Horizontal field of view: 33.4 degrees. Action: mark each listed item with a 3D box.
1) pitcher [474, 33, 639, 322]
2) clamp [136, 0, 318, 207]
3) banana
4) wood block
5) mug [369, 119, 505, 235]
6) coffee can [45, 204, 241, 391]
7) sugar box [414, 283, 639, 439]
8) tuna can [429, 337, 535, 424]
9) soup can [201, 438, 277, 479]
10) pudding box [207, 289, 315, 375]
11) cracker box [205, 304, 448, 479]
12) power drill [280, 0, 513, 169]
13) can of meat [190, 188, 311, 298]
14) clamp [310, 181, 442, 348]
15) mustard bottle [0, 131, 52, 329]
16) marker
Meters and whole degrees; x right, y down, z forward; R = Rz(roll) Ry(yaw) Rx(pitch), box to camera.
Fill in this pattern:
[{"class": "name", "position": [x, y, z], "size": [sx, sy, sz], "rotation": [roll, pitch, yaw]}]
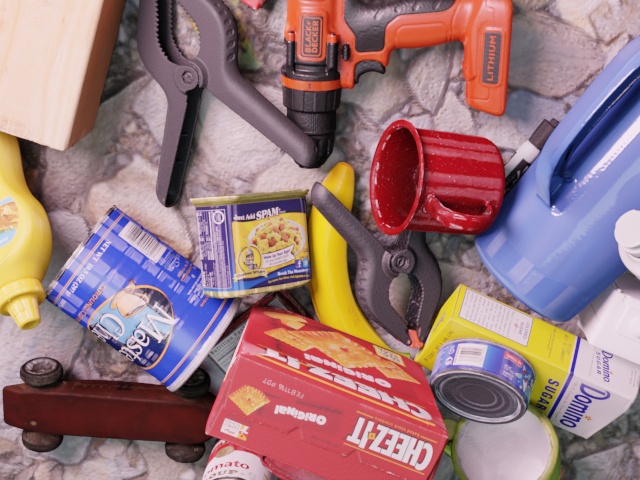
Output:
[{"class": "pitcher", "position": [0.233, -0.054, 0.857], "size": [0.149, 0.145, 0.243], "rotation": [38, 109, -6]}, {"class": "clamp", "position": [-0.108, -0.132, 0.902], "size": [0.165, 0.036, 0.210], "rotation": [-22, 97, 30]}, {"class": "banana", "position": [0.021, 0.031, 0.954], "size": [0.069, 0.037, 0.198], "rotation": [-21, 107, -12]}, {"class": "wood block", "position": [-0.214, -0.191, 0.873], "size": [0.090, 0.091, 0.206], "rotation": [18, 107, -2]}, {"class": "mug", "position": [0.099, -0.042, 0.853], "size": [0.081, 0.117, 0.093], "rotation": [4, 116, -23]}, {"class": "coffee can", "position": [-0.155, 0.051, 0.936], "size": [0.140, 0.102, 0.103], "rotation": [37, 106, -7]}, {"class": "sugar box", "position": [0.180, 0.109, 0.937], "size": [0.176, 0.048, 0.093], "rotation": [26, 145, -1]}, {"class": "tuna can", "position": [0.136, 0.120, 0.904], "size": [0.086, 0.033, 0.086], "rotation": [15, 145, 10]}, {"class": "soup can", "position": [-0.075, 0.223, 0.983], "size": [0.068, 0.102, 0.068], "rotation": [1, 107, 4]}, {"class": "pudding box", "position": [-0.036, 0.110, 0.979], "size": [0.090, 0.039, 0.113], "rotation": [-38, 99, 14]}, {"class": "cracker box", "position": [0.006, 0.122, 0.847], "size": [0.164, 0.213, 0.072], "rotation": [21, 96, -2]}, {"class": "power drill", "position": [0.061, -0.144, 0.883], "size": [0.187, 0.057, 0.184], "rotation": [3, 113, 2]}, {"class": "can of meat", "position": [-0.056, 0.001, 0.908], "size": [0.101, 0.058, 0.084], "rotation": [-8, 94, -39]}, {"class": "clamp", "position": [0.053, 0.012, 0.922], "size": [0.120, 0.039, 0.171], "rotation": [-6, 99, -11]}, {"class": "mustard bottle", "position": [-0.276, -0.010, 0.901], "size": [0.096, 0.058, 0.192], "rotation": [-34, 66, 15]}, {"class": "marker", "position": [0.163, -0.057, 0.921], "size": [0.020, 0.020, 0.121], "rotation": [39, 106, -8]}]
